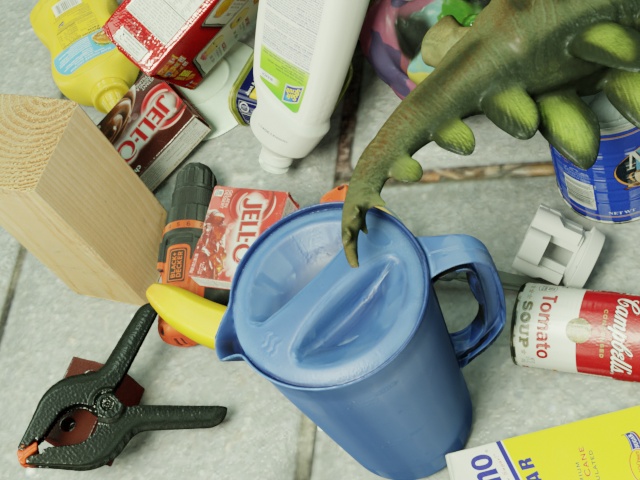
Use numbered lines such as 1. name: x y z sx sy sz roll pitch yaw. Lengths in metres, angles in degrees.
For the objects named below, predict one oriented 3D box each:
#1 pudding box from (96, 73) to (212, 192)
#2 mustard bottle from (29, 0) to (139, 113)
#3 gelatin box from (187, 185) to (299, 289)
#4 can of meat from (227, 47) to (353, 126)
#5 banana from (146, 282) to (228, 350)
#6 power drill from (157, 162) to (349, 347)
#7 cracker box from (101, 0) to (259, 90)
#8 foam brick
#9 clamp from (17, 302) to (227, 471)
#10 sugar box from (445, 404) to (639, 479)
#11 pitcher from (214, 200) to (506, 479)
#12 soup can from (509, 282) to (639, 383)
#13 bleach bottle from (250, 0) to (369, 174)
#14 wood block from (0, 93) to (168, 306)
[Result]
1. pudding box: -0.175 -0.103 1.064 0.113 0.039 0.090 -47 56 7
2. mustard bottle: -0.245 -0.200 1.146 0.096 0.058 0.192 -29 55 1
3. gelatin box: -0.066 -0.001 0.913 0.073 0.030 0.089 6 68 25
4. can of meat: -0.027 -0.151 1.039 0.084 0.057 0.102 19 70 26
5. banana: -0.052 0.063 0.868 0.198 0.037 0.069 -5 86 23
6. power drill: -0.056 0.001 0.962 0.188 0.057 0.184 -8 63 19
7. cracker box: -0.093 -0.245 0.995 0.072 0.164 0.214 43 98 3
8. foam brick: -0.199 0.149 0.931 0.053 0.051 0.078 10 65 24
9. clamp: -0.176 0.127 0.886 0.171 0.039 0.120 -20 68 -20
10. sugar box: 0.186 0.181 0.773 0.176 0.048 0.093 -16 57 10
11. pitcher: 0.046 0.083 0.762 0.149 0.242 0.145 18 69 28
12. soup can: 0.203 0.070 0.818 0.102 0.068 0.068 6 64 24
13. bleach bottle: -0.019 -0.172 0.925 0.103 0.251 0.067 39 41 27
14. wood block: -0.219 -0.032 0.949 0.090 0.206 0.090 8 64 24
